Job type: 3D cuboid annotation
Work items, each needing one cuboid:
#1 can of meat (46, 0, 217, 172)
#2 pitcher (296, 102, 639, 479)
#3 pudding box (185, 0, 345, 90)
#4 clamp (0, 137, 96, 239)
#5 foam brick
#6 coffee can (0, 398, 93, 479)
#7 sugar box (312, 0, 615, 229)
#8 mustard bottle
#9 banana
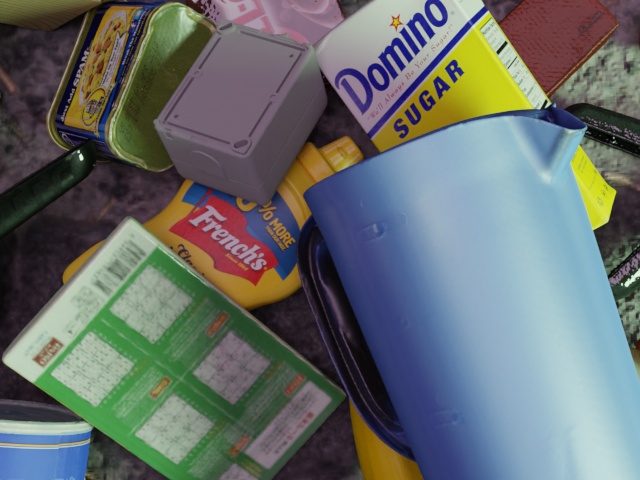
[{"bbox_3d":[-0.111,-0.094,0.641,0.057,0.084,0.102,23,87,-38],"label":"can of meat"},{"bbox_3d":[0.084,0.064,0.536,0.145,0.149,0.243,-19,88,-4],"label":"pitcher"},{"bbox_3d":[-0.033,-0.141,0.668,0.090,0.039,0.113,-19,85,3],"label":"pudding box"},{"bbox_3d":[-0.223,0.000,0.636,0.164,0.036,0.210,17,112,6],"label":"clamp"},{"bbox_3d":[0.132,-0.117,0.647,0.078,0.051,0.053,-43,85,1],"label":"foam brick"},{"bbox_3d":[-0.193,0.169,0.626,0.103,0.103,0.140,6,86,5],"label":"coffee can"},{"bbox_3d":[0.081,-0.067,0.614,0.093,0.048,0.176,-33,101,31],"label":"sugar box"},{"bbox_3d":[-0.054,0.001,0.650,0.191,0.058,0.096,-37,85,1],"label":"mustard bottle"},{"bbox_3d":[0.047,0.120,0.625,0.037,0.070,0.198,0,71,-26],"label":"banana"}]
